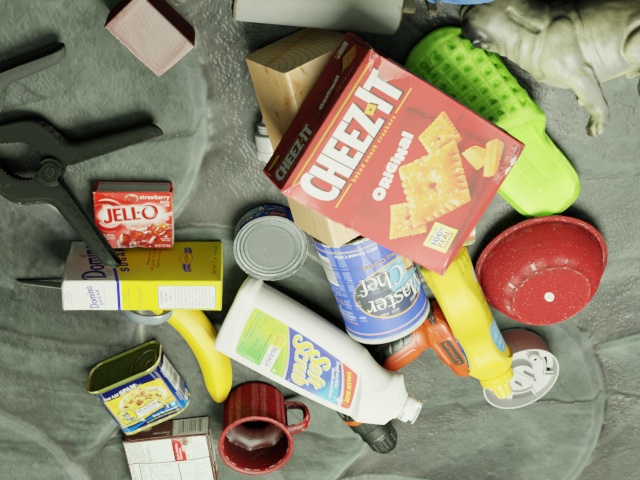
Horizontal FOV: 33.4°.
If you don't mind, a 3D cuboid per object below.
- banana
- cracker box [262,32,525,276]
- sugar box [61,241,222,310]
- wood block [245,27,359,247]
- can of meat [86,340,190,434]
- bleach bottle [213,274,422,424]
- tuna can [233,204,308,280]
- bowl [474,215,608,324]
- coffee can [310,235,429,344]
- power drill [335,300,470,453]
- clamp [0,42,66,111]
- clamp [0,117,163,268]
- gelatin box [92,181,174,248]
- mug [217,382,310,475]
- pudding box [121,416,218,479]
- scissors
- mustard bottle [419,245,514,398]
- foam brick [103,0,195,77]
[{"bbox_3d":[-0.154,0.121,1.299,0.070,0.037,0.197,-15,121,38],"label":"banana"},{"bbox_3d":[0.077,-0.081,1.068,0.213,0.072,0.164,26,102,-29],"label":"cracker box"},{"bbox_3d":[-0.200,0.039,1.213,0.176,0.093,0.048,2,119,-6],"label":"sugar box"},{"bbox_3d":[0.003,-0.109,1.130,0.090,0.090,0.206,-29,122,-21],"label":"wood block"},{"bbox_3d":[-0.222,0.183,1.315,0.102,0.057,0.084,-24,121,10],"label":"can of meat"},{"bbox_3d":[0.006,0.140,1.257,0.251,0.068,0.103,27,111,2],"label":"bleach bottle"},{"bbox_3d":[-0.058,0.002,1.236,0.086,0.034,0.086,-2,120,-3],"label":"tuna can"},{"bbox_3d":[0.266,0.049,1.259,0.162,0.055,0.162,-3,130,-4],"label":"bowl"},{"bbox_3d":[0.058,0.033,1.223,0.103,0.103,0.140,-18,119,6],"label":"coffee can"},{"bbox_3d":[0.100,0.171,1.331,0.188,0.057,0.184,-30,118,12],"label":"power drill"},{"bbox_3d":[-0.361,-0.180,1.106,0.172,0.039,0.120,-40,114,17],"label":"clamp"},{"bbox_3d":[-0.281,-0.084,1.156,0.210,0.036,0.164,26,96,-4],"label":"clamp"},{"bbox_3d":[-0.211,-0.028,1.209,0.089,0.030,0.073,1,119,-5],"label":"gelatin box"},{"bbox_3d":[-0.070,0.229,1.338,0.117,0.081,0.093,-16,120,5],"label":"mug"},{"bbox_3d":[-0.194,0.279,1.383,0.113,0.039,0.090,-5,121,1],"label":"pudding box"},{"bbox_3d":[-0.252,0.067,1.230,0.201,0.096,0.016,-3,123,-6],"label":"scissors"},{"bbox_3d":[0.179,0.099,1.248,0.058,0.096,0.191,-24,102,10],"label":"mustard bottle"},{"bbox_3d":[-0.173,-0.217,1.092,0.051,0.053,0.078,-40,114,17],"label":"foam brick"}]
